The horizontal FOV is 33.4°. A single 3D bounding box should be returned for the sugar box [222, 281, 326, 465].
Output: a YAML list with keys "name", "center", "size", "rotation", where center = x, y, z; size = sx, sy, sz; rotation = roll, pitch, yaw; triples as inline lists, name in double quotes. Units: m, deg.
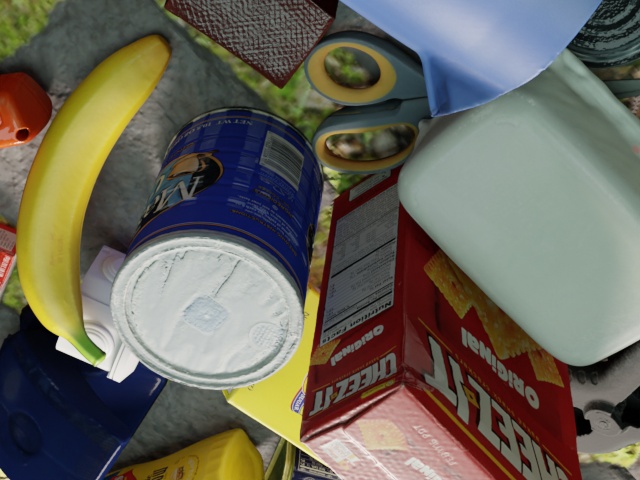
- name: "sugar box"
  center: [0.030, 0.111, 0.717]
  size: [0.176, 0.048, 0.093]
  rotation: [35, 93, -16]

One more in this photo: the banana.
- name: "banana"
  center: [-0.140, -0.029, 0.629]
  size: [0.069, 0.037, 0.198]
  rotation: [12, 98, -4]

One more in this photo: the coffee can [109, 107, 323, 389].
- name: "coffee can"
  center: [-0.054, 0.001, 0.612]
  size: [0.103, 0.140, 0.103]
  rotation: [3, 125, 4]

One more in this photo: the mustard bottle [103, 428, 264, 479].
- name: "mustard bottle"
  center: [-0.137, 0.205, 0.788]
  size: [0.192, 0.096, 0.058]
  rotation: [-22, 120, 20]

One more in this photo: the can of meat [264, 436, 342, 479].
- name: "can of meat"
  center: [-0.001, 0.197, 0.793]
  size: [0.084, 0.057, 0.102]
  rotation: [16, 125, -9]

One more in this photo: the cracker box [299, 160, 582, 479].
- name: "cracker box"
  center: [0.075, 0.070, 0.601]
  size: [0.072, 0.213, 0.164]
  rotation: [-34, 115, 25]

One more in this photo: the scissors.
- name: "scissors"
  center: [0.075, -0.091, 0.590]
  size: [0.202, 0.016, 0.096]
  rotation: [-18, 115, 29]

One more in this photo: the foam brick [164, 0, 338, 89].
- name: "foam brick"
  center: [-0.035, -0.132, 0.573]
  size: [0.078, 0.051, 0.053]
  rotation: [34, 120, -17]
